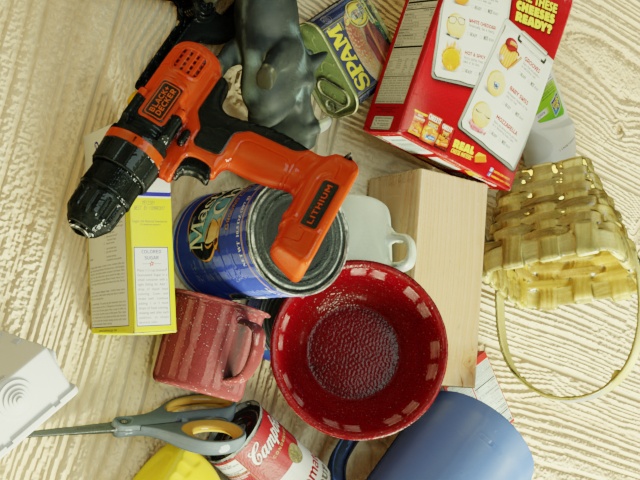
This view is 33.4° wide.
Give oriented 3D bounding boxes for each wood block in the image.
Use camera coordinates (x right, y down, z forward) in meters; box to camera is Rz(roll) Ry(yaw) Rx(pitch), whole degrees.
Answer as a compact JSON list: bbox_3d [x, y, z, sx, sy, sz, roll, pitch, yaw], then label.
[{"bbox_3d":[0.101,0.041,1.075,0.090,0.090,0.206,10,80,-33],"label":"wood block"}]

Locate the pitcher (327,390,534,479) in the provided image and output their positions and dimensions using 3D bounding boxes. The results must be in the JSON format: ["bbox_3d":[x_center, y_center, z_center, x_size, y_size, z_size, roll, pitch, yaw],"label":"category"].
[{"bbox_3d":[0.079,0.258,1.006,0.242,0.149,0.145,-43,127,-35],"label":"pitcher"}]

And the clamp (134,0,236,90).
[{"bbox_3d":[-0.119,-0.203,0.982,0.171,0.039,0.120,-16,108,-37],"label":"clamp"}]

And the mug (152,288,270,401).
[{"bbox_3d":[-0.090,0.094,0.927,0.093,0.117,0.081,23,77,-43],"label":"mug"}]

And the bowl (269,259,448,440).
[{"bbox_3d":[0.033,0.101,0.978,0.162,0.055,0.162,1,81,-4],"label":"bowl"}]

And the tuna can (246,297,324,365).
[{"bbox_3d":[-0.029,0.076,1.016,0.085,0.034,0.086,4,83,-34],"label":"tuna can"}]

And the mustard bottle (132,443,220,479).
[{"bbox_3d":[-0.089,0.269,0.941,0.191,0.058,0.096,46,70,-22],"label":"mustard bottle"}]

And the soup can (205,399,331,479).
[{"bbox_3d":[-0.047,0.203,0.971,0.102,0.069,0.068,46,62,-22],"label":"soup can"}]

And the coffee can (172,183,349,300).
[{"bbox_3d":[-0.056,0.001,0.941,0.102,0.141,0.103,4,83,-34],"label":"coffee can"}]

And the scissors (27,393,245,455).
[{"bbox_3d":[-0.150,0.164,0.898,0.201,0.096,0.016,-8,114,-37],"label":"scissors"}]

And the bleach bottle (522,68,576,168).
[{"bbox_3d":[0.220,-0.167,1.195,0.102,0.068,0.251,-37,108,-30],"label":"bleach bottle"}]

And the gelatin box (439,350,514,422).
[{"bbox_3d":[0.160,0.173,1.138,0.073,0.030,0.089,-30,102,-34],"label":"gelatin box"}]

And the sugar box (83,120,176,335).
[{"bbox_3d":[-0.161,-0.009,0.899,0.048,0.094,0.176,3,84,-35],"label":"sugar box"}]

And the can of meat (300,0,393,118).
[{"bbox_3d":[0.026,-0.187,1.068,0.083,0.058,0.102,-40,108,-33],"label":"can of meat"}]

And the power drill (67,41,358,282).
[{"bbox_3d":[-0.079,-0.046,0.828,0.187,0.057,0.184,30,69,-1],"label":"power drill"}]

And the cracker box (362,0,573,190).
[{"bbox_3d":[0.149,-0.177,1.075,0.164,0.072,0.213,22,84,-34],"label":"cracker box"}]
